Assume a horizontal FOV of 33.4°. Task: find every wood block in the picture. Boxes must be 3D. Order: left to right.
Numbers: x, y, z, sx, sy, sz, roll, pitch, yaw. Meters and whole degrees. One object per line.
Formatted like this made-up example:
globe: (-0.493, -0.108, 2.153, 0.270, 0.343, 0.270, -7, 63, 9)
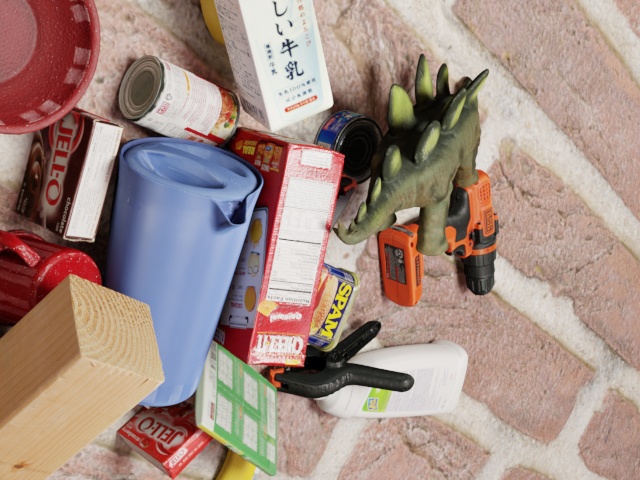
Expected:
wood block: (-0.243, 0.134, 0.940, 0.206, 0.090, 0.090, -40, 137, 23)

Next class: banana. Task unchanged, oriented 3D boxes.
banana: (-0.099, 0.235, 1.254, 0.069, 0.037, 0.198, 6, 102, -45)

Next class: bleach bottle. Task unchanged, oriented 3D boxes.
bleach bottle: (0.082, 0.180, 1.388, 0.250, 0.068, 0.102, 6, 100, -42)

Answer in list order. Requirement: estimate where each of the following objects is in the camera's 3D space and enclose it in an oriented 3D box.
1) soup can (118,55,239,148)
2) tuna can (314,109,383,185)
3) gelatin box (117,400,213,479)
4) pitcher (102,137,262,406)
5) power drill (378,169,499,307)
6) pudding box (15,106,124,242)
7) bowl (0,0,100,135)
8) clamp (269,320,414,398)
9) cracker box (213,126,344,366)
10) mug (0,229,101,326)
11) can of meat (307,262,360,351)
soup can: (-0.139, -0.134, 1.052, 0.102, 0.069, 0.068, 19, 92, -45)
tuna can: (0.034, -0.108, 1.251, 0.085, 0.034, 0.086, -17, 117, -38)
gelatin box: (-0.162, 0.205, 1.144, 0.073, 0.089, 0.030, -43, 131, -23)
pitcher: (-0.152, 0.027, 1.025, 0.145, 0.149, 0.243, 16, 113, -2)
power drill: (0.162, 0.017, 1.406, 0.187, 0.057, 0.184, -28, 120, -37)
pudding box: (-0.230, -0.064, 0.976, 0.039, 0.090, 0.113, 6, 101, -45)
bowl: (-0.272, -0.175, 0.918, 0.161, 0.055, 0.162, -17, 117, -38)
clamp: (0.019, 0.146, 1.298, 0.171, 0.120, 0.039, -3, 121, -11)
cracker box: (-0.057, 0.001, 1.065, 0.072, 0.164, 0.214, 7, 98, -29)
mug: (-0.261, 0.034, 0.979, 0.093, 0.082, 0.117, -52, 135, -30)
can of meat: (-0.012, 0.071, 1.260, 0.083, 0.058, 0.102, 24, 88, -43)
